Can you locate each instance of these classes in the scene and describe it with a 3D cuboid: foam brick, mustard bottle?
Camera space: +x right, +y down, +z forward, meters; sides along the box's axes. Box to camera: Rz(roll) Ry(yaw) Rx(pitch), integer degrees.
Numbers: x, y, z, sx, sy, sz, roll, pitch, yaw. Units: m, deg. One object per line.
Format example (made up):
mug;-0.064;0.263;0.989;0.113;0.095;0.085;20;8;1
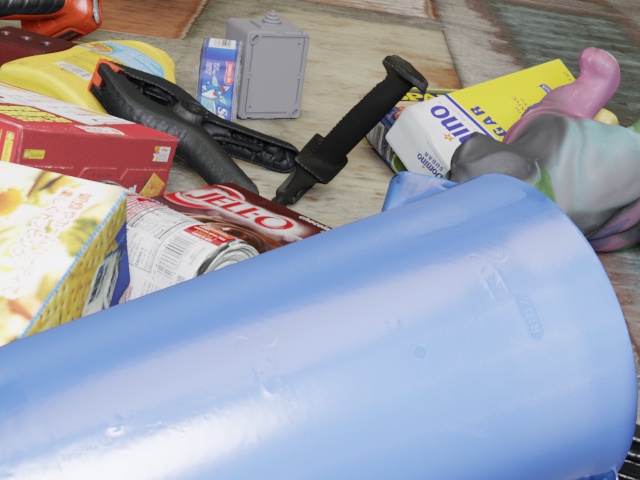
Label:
foam brick;-0.258;-0.152;0.931;0.078;0.051;0.052;17;24;19
mustard bottle;-0.178;-0.131;0.900;0.096;0.058;0.191;26;27;13

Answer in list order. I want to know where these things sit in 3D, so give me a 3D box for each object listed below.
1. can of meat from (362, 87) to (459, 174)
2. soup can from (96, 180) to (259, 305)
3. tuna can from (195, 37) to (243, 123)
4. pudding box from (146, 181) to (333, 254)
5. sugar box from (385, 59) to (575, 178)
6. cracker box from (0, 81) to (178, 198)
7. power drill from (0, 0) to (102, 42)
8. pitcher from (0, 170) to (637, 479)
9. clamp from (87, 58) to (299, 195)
can of meat;0.094;-0.090;0.907;0.102;0.057;0.084;1;27;-18
soup can;-0.091;0.015;0.588;0.102;0.068;0.068;23;27;28
tuna can;-0.084;-0.124;0.885;0.033;0.086;0.086;5;24;-4
pudding box;-0.054;0.001;0.667;0.114;0.039;0.089;27;29;36
sugar box;0.146;-0.079;0.836;0.175;0.048;0.093;-21;69;-36
cracker box;-0.227;-0.065;0.684;0.214;0.072;0.164;19;11;22
power drill;-0.313;-0.210;0.990;0.185;0.057;0.187;-12;0;39
pitcher;-0.014;0.075;0.384;0.242;0.145;0.149;-17;21;-22
clamp;-0.094;-0.085;0.812;0.171;0.039;0.120;37;21;10
